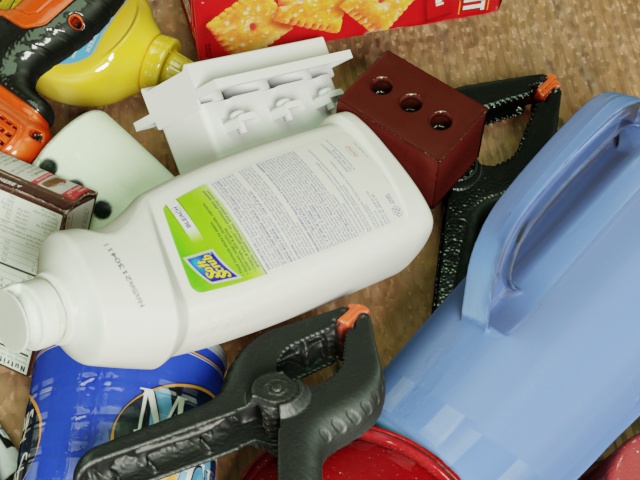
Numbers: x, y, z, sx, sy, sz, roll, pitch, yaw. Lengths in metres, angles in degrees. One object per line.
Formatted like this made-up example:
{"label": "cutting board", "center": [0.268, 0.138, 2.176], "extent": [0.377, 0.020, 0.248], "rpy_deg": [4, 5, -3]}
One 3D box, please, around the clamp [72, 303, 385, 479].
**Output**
{"label": "clamp", "center": [-0.031, 0.083, 0.502], "extent": [0.120, 0.039, 0.171], "rpy_deg": [16, 34, 16]}

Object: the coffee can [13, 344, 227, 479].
{"label": "coffee can", "center": [-0.104, 0.121, 0.544], "extent": [0.102, 0.103, 0.140], "rpy_deg": [4, 61, -3]}

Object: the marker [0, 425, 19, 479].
{"label": "marker", "center": [-0.186, 0.106, 0.592], "extent": [0.020, 0.020, 0.121], "rpy_deg": [-33, 69, -21]}

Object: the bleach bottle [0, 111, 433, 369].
{"label": "bleach bottle", "center": [-0.054, 0.001, 0.546], "extent": [0.250, 0.068, 0.103], "rpy_deg": [-18, 62, -45]}

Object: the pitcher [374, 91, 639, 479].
{"label": "pitcher", "center": [0.127, 0.045, 0.583], "extent": [0.242, 0.145, 0.149], "rpy_deg": [-43, 86, -19]}

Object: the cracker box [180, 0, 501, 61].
{"label": "cracker box", "center": [0.001, -0.211, 0.740], "extent": [0.213, 0.072, 0.164], "rpy_deg": [-11, 49, -11]}

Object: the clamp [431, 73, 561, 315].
{"label": "clamp", "center": [0.074, -0.045, 0.690], "extent": [0.165, 0.036, 0.209], "rpy_deg": [38, 68, 14]}

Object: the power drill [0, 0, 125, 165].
{"label": "power drill", "center": [-0.197, -0.145, 0.648], "extent": [0.184, 0.057, 0.187], "rpy_deg": [36, 79, 9]}

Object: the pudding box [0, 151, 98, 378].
{"label": "pudding box", "center": [-0.182, 0.010, 0.596], "extent": [0.090, 0.114, 0.039], "rpy_deg": [22, 26, 6]}

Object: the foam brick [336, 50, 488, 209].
{"label": "foam brick", "center": [0.054, -0.068, 0.651], "extent": [0.078, 0.051, 0.053], "rpy_deg": [33, 65, 20]}

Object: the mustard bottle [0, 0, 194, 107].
{"label": "mustard bottle", "center": [-0.168, -0.139, 0.706], "extent": [0.191, 0.058, 0.096], "rpy_deg": [21, 60, 6]}
